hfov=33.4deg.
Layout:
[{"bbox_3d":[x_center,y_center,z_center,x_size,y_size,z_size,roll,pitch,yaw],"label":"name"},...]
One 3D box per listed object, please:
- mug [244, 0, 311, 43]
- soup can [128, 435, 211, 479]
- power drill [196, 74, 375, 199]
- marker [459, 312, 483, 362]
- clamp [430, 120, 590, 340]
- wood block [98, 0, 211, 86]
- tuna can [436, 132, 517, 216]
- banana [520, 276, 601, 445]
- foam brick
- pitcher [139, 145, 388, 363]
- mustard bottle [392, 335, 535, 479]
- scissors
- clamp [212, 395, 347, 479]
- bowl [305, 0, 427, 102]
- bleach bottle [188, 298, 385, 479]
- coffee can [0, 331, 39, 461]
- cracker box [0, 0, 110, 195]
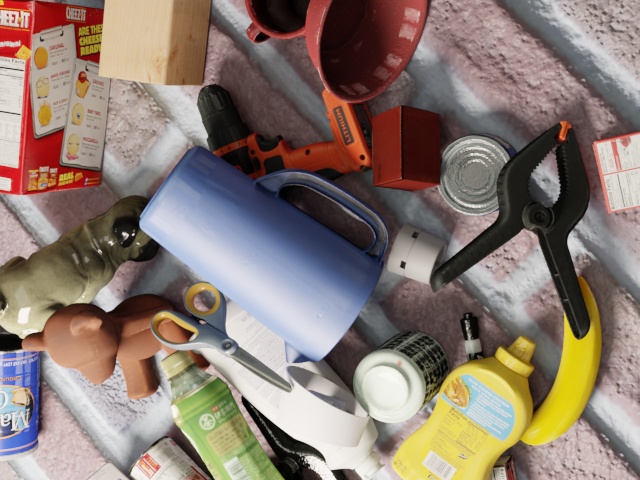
[{"bbox_3d":[-0.030,-0.252,1.140,0.117,0.081,0.093,-42,80,22],"label":"mug"},{"bbox_3d":[-0.172,0.293,1.278,0.102,0.068,0.069,42,110,14],"label":"soup can"},{"bbox_3d":[-0.036,-0.113,1.175,0.188,0.057,0.184,-22,92,27],"label":"power drill"},{"bbox_3d":[0.167,0.137,1.138,0.020,0.020,0.121,-9,93,24],"label":"marker"},{"bbox_3d":[0.202,-0.019,1.054,0.164,0.036,0.210,11,84,-6],"label":"clamp"},{"bbox_3d":[-0.179,-0.282,1.197,0.091,0.090,0.206,11,101,22],"label":"wood block"},{"bbox_3d":[0.164,-0.068,1.105,0.086,0.033,0.086,3,98,23],"label":"tuna can"},{"bbox_3d":[0.248,0.136,1.093,0.070,0.037,0.198,27,106,18],"label":"banana"},{"bbox_3d":[0.089,-0.094,1.107,0.053,0.051,0.078,-11,77,57],"label":"foam brick"},{"bbox_3d":[-0.057,0.001,1.119,0.242,0.149,0.145,36,148,-7],"label":"pitcher"},{"bbox_3d":[0.162,0.181,1.099,0.096,0.058,0.192,35,98,23],"label":"mustard bottle"},{"bbox_3d":[-0.095,0.098,1.151,0.202,0.016,0.096,13,59,30],"label":"scissors"},{"bbox_3d":[-0.045,0.268,1.236,0.171,0.039,0.120,34,114,16],"label":"clamp"},{"bbox_3d":[0.036,-0.225,1.083,0.055,0.161,0.162,31,109,35],"label":"bowl"},{"bbox_3d":[-0.030,0.173,1.200,0.102,0.068,0.251,-45,80,6],"label":"bleach bottle"},{"bbox_3d":[-0.408,0.195,1.349,0.103,0.102,0.140,7,99,22],"label":"coffee can"},{"bbox_3d":[-0.315,-0.166,1.230,0.072,0.164,0.214,10,101,20],"label":"cracker box"}]
